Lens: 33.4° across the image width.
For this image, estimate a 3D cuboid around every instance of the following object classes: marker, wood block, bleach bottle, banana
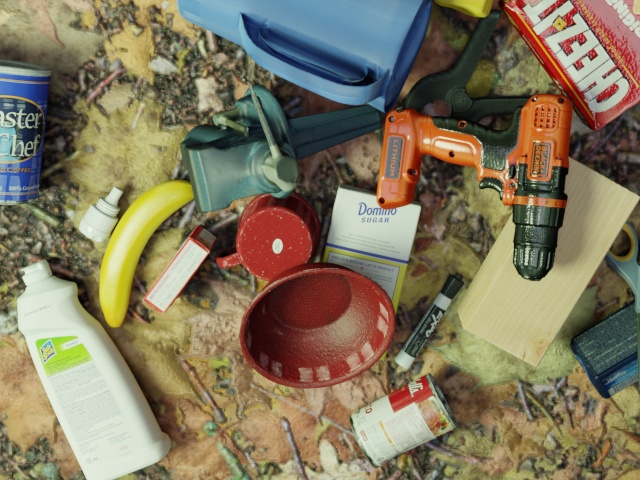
[{"bbox_3d":[0.122,0.088,1.183,0.020,0.020,0.121,31,100,-4],"label":"marker"},{"bbox_3d":[0.237,0.015,1.130,0.091,0.090,0.206,28,101,-4],"label":"wood block"},{"bbox_3d":[-0.260,0.138,1.184,0.102,0.068,0.251,-21,97,5],"label":"bleach bottle"},{"bbox_3d":[-0.195,0.004,1.167,0.069,0.037,0.198,37,100,-4],"label":"banana"}]

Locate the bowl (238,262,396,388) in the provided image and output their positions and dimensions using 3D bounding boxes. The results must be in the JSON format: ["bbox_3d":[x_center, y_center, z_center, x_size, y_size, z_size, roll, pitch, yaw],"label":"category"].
[{"bbox_3d":[-0.006,0.077,1.102,0.162,0.055,0.162,-5,127,-6],"label":"bowl"}]

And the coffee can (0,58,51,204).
[{"bbox_3d":[-0.339,-0.116,1.115,0.103,0.103,0.140,8,101,0],"label":"coffee can"}]

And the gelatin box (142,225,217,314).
[{"bbox_3d":[-0.150,0.032,1.153,0.030,0.073,0.089,36,100,-5],"label":"gelatin box"}]

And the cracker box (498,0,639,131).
[{"bbox_3d":[0.315,-0.239,1.074,0.214,0.072,0.164,-36,98,12],"label":"cracker box"}]

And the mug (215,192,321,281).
[{"bbox_3d":[-0.057,0.001,1.140,0.117,0.081,0.093,-20,100,5],"label":"mug"}]

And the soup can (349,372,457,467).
[{"bbox_3d":[0.091,0.200,1.181,0.102,0.068,0.068,-29,99,7],"label":"soup can"}]

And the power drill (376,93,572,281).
[{"bbox_3d":[0.154,-0.059,1.071,0.188,0.057,0.184,7,91,18],"label":"power drill"}]

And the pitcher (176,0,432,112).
[{"bbox_3d":[-0.019,-0.224,1.054,0.243,0.149,0.145,22,93,8],"label":"pitcher"}]

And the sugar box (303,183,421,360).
[{"bbox_3d":[0.046,0.034,1.162,0.093,0.048,0.176,14,98,1],"label":"sugar box"}]

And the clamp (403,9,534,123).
[{"bbox_3d":[0.158,-0.146,1.128,0.172,0.039,0.120,-41,93,15],"label":"clamp"}]
